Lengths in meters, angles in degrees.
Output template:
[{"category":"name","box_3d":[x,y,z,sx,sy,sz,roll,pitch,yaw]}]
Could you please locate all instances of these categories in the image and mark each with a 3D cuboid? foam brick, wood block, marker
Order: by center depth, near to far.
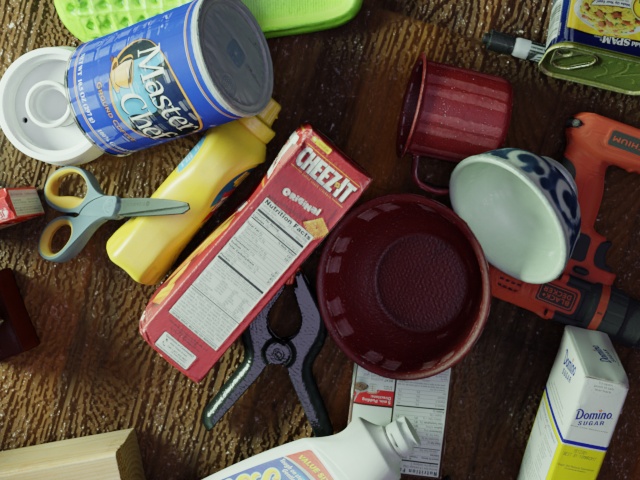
[{"category":"marker","box_3d":[0.203,-0.164,0.950,0.121,0.020,0.020,15,95,-1]},{"category":"wood block","box_3d":[-0.266,0.239,0.961,0.206,0.090,0.091,-11,95,2]},{"category":"foam brick","box_3d":[-0.297,0.071,0.965,0.053,0.051,0.078,-20,95,3]}]

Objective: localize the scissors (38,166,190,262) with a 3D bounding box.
[{"category":"scissors","box_3d":[-0.184,-0.011,0.903,0.016,0.202,0.096,20,92,-45]}]

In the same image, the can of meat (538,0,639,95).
[{"category":"can of meat","box_3d":[0.246,-0.181,0.917,0.102,0.057,0.084,13,73,-1]}]

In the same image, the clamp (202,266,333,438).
[{"category":"clamp","box_3d":[-0.047,0.105,0.971,0.120,0.039,0.171,0,92,-5]}]

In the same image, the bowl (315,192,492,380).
[{"category":"bowl","box_3d":[0.079,0.039,0.937,0.162,0.055,0.162,1,93,25]}]

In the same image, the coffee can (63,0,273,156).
[{"category":"coffee can","box_3d":[-0.124,-0.135,0.881,0.141,0.102,0.103,-13,96,30]}]

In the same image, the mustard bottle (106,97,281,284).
[{"category":"mustard bottle","box_3d":[-0.103,-0.050,0.928,0.058,0.096,0.191,41,94,-3]}]

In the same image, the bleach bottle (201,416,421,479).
[{"category":"bleach bottle","box_3d":[-0.030,0.221,0.939,0.251,0.068,0.102,-31,54,9]}]

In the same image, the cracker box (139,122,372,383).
[{"category":"cracker box","box_3d":[-0.056,0.001,0.897,0.072,0.164,0.214,40,95,-7]}]

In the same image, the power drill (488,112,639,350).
[{"category":"power drill","box_3d":[0.255,-0.007,0.944,0.184,0.057,0.188,21,95,-1]}]

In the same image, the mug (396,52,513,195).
[{"category":"mug","box_3d":[0.114,-0.097,0.923,0.081,0.093,0.117,12,89,-5]}]

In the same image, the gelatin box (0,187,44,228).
[{"category":"gelatin box","box_3d":[-0.291,-0.022,0.937,0.073,0.089,0.030,-19,94,2]}]

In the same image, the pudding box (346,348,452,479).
[{"category":"pudding box","box_3d":[0.071,0.156,0.973,0.090,0.039,0.113,6,97,1]}]

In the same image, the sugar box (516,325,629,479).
[{"category":"sugar box","box_3d":[0.214,0.173,0.922,0.048,0.093,0.176,13,113,-3]}]
